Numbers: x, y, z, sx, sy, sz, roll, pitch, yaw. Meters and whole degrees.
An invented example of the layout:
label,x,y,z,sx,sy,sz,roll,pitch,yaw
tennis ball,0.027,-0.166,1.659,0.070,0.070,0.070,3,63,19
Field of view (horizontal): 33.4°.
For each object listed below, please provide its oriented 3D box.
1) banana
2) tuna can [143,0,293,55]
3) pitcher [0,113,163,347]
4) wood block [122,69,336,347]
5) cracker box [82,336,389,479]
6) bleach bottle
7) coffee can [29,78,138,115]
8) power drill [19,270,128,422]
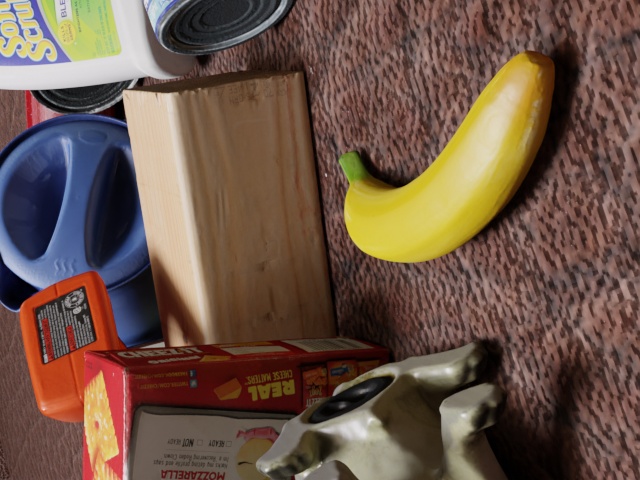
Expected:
label,x,y,z,sx,sy,sz,roll,pitch,yaw
banana,0.051,-0.027,0.498,0.198,0.037,0.069,-20,86,65
tuna can,-0.059,-0.142,0.614,0.034,0.086,0.086,69,155,13
pitcher,-0.160,0.003,0.827,0.243,0.149,0.145,98,160,-71
wood block,-0.055,0.001,0.675,0.091,0.090,0.206,19,119,61
cracker box,-0.048,0.165,0.603,0.072,0.163,0.214,8,98,59
bleach bottle,-0.220,-0.152,0.804,0.251,0.068,0.102,-7,94,25
coffee can,-0.223,-0.189,0.920,0.140,0.102,0.103,55,148,38
power drill,-0.120,0.124,0.684,0.187,0.057,0.184,69,175,-45
